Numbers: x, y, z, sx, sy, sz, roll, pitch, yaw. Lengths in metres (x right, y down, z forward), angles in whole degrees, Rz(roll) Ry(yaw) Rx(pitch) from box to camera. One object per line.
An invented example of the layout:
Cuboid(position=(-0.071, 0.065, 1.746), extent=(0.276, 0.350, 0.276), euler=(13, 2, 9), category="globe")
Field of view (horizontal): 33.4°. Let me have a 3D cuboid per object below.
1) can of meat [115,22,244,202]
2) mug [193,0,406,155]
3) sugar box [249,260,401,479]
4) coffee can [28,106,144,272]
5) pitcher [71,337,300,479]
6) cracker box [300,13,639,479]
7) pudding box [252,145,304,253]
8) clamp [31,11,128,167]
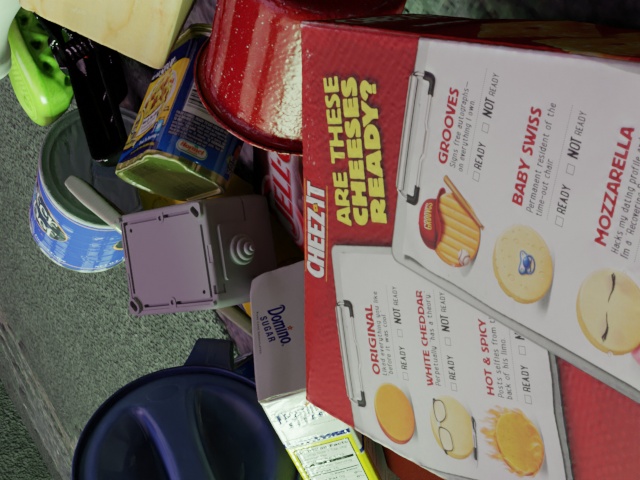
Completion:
Cuboid(position=(-0.077, -0.072, 0.640), extent=(0.057, 0.084, 0.102), euler=(25, 166, -21), category="can of meat")
Cuboid(position=(-0.007, -0.109, 0.494), extent=(0.082, 0.093, 0.117), euler=(109, 166, -52), category="mug")
Cuboid(position=(0.007, 0.104, 0.621), extent=(0.093, 0.048, 0.176), euler=(-98, -14, -47), category="sugar box")
Cuboid(position=(-0.187, -0.040, 0.891), extent=(0.103, 0.102, 0.140), euler=(61, 156, 6), category="coffee can")
Cuboid(position=(-0.078, 0.190, 0.715), extent=(0.145, 0.149, 0.243), euler=(43, 152, 26), category="pitcher")
Cuboid(position=(0.082, 0.009, 0.372), extent=(0.214, 0.071, 0.164), euler=(20, 116, 50), category="cracker box")
Cuboid(position=(-0.001, -0.040, 0.592), extent=(0.090, 0.039, 0.113), euler=(49, 153, 29), category="pudding box")
Cuboid(position=(-0.165, -0.126, 0.745), extent=(0.210, 0.036, 0.164), euler=(-98, -17, -86), category="clamp")
